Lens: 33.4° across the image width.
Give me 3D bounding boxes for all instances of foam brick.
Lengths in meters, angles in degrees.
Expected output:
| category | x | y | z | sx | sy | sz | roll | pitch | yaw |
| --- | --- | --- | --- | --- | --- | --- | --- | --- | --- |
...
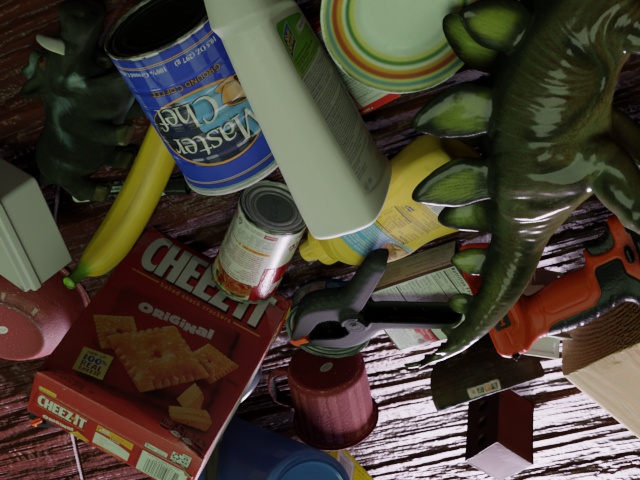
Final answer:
| category | x | y | z | sx | sy | sz | roll | pitch | yaw |
| --- | --- | --- | --- | --- | --- | --- | --- | --- | --- |
| foam brick | 0.188 | 0.202 | 1.122 | 0.051 | 0.078 | 0.053 | 32 | 132 | -20 |

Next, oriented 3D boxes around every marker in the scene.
| category | x | y | z | sx | sy | sz | roll | pitch | yaw |
| --- | --- | --- | --- | --- | --- | --- | --- | --- | --- |
| marker | -0.176 | -0.049 | 1.003 | 0.121 | 0.020 | 0.020 | -3 | 133 | 15 |

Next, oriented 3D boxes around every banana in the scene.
| category | x | y | z | sx | sy | sz | roll | pitch | yaw |
| --- | --- | --- | --- | --- | --- | --- | --- | --- | --- |
| banana | -0.163 | -0.042 | 0.954 | 0.037 | 0.069 | 0.198 | 29 | 99 | -3 |

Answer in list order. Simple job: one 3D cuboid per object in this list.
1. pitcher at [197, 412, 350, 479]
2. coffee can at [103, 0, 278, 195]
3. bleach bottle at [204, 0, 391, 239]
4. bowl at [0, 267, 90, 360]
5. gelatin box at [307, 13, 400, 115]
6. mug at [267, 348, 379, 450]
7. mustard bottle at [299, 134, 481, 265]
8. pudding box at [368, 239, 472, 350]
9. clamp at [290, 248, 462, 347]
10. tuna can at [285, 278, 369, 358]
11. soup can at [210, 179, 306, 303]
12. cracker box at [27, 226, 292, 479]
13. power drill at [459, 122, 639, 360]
| category | x | y | z | sx | sy | sz | roll | pitch | yaw |
| --- | --- | --- | --- | --- | --- | --- | --- | --- | --- |
| pitcher | -0.069 | 0.270 | 1.128 | 0.149 | 0.144 | 0.243 | 56 | 155 | -15 |
| coffee can | -0.094 | -0.121 | 0.855 | 0.103 | 0.102 | 0.140 | -11 | 130 | 22 |
| bleach bottle | -0.024 | -0.127 | 0.809 | 0.068 | 0.102 | 0.250 | -15 | 120 | 21 |
| bowl | -0.328 | 0.078 | 1.135 | 0.162 | 0.055 | 0.162 | 6 | 134 | 6 |
| gelatin box | 0.013 | -0.140 | 0.864 | 0.073 | 0.030 | 0.089 | -25 | 122 | 32 |
| mug | -0.001 | 0.156 | 1.118 | 0.117 | 0.093 | 0.081 | 7 | 131 | 22 |
| mustard bottle | 0.058 | -0.024 | 0.946 | 0.192 | 0.058 | 0.096 | -27 | 133 | 32 |
| pudding box | 0.104 | 0.055 | 1.027 | 0.114 | 0.039 | 0.090 | -21 | 124 | 27 |
| clamp | 0.045 | 0.069 | 1.000 | 0.120 | 0.039 | 0.172 | 35 | 140 | -22 |
| tuna can | 0.010 | 0.078 | 1.073 | 0.086 | 0.033 | 0.086 | 7 | 134 | 7 |
| soup can | -0.056 | 0.001 | 0.990 | 0.068 | 0.068 | 0.102 | 20 | 134 | -7 |
| cracker box | -0.141 | 0.103 | 0.987 | 0.164 | 0.213 | 0.072 | 28 | 135 | 2 |
| power drill | 0.216 | 0.010 | 0.898 | 0.188 | 0.057 | 0.184 | -20 | 99 | 20 |
